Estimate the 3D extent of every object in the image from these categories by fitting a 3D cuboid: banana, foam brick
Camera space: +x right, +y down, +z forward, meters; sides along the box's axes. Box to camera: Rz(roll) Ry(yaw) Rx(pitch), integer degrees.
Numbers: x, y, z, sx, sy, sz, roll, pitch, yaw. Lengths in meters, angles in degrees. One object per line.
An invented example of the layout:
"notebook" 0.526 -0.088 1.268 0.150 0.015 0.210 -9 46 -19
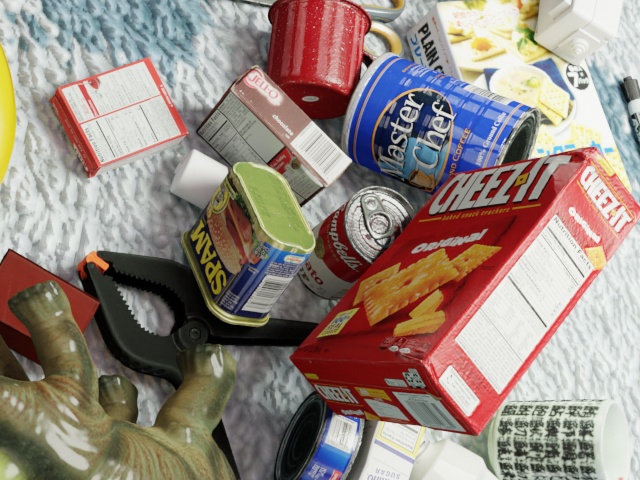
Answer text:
"banana" -0.271 -0.119 0.820 0.069 0.037 0.198 -21 80 -13
"foam brick" -0.209 0.052 0.775 0.078 0.053 0.051 32 61 -13

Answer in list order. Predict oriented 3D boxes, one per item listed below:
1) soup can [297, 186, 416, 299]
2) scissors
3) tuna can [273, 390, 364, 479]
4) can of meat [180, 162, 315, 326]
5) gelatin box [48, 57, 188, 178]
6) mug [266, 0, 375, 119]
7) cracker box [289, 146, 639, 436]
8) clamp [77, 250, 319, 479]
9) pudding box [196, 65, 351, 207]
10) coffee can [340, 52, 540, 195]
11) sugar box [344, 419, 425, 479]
"soup can" 0.028 0.004 0.880 0.068 0.102 0.068 9 68 -23
"scissors" -0.001 -0.201 0.990 0.201 0.016 0.096 -13 78 -29
"tuna can" -0.002 0.158 0.819 0.033 0.086 0.086 27 62 -14
"can of meat" -0.055 0.001 0.826 0.057 0.084 0.102 11 38 -38
"gelatin box" -0.163 -0.100 0.866 0.089 0.030 0.073 -26 86 -31
"mug" 0.005 -0.154 0.938 0.117 0.093 0.081 19 68 -36
"cracker box" 0.099 0.032 0.755 0.213 0.164 0.072 -48 110 -25
"clamp" -0.103 0.087 0.823 0.210 0.036 0.164 33 57 -14
"pudding box" -0.041 -0.079 0.883 0.113 0.090 0.039 46 60 -5
"coffee can" 0.103 -0.090 0.916 0.140 0.103 0.102 25 57 20
"sugar box" 0.051 0.133 0.850 0.048 0.093 0.176 27 63 -15
